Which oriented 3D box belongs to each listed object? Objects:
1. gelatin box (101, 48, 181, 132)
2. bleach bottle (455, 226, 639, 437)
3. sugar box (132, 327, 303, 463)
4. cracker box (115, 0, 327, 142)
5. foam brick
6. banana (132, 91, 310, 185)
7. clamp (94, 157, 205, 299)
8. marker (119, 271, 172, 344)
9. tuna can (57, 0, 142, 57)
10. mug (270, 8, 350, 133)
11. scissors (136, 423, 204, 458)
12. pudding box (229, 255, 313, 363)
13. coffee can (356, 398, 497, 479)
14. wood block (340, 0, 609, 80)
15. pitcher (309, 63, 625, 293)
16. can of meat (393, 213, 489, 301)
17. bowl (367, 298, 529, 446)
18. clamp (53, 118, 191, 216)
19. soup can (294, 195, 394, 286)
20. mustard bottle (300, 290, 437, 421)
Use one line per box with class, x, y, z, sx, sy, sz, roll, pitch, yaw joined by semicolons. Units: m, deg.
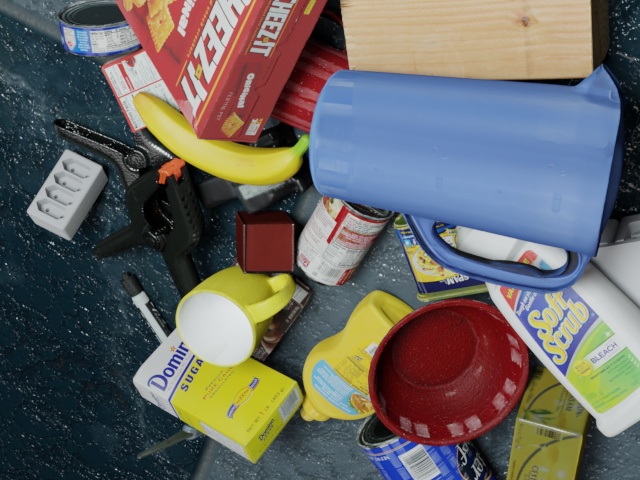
gelatin box;-0.163;-0.159;1.068;0.089;0.030;0.073;-22;108;9
bleach bottle;0.201;0.054;0.944;0.251;0.068;0.103;43;123;-1
sugar box;-0.115;0.164;1.177;0.176;0.093;0.048;24;149;30
cracker box;-0.097;-0.216;0.932;0.214;0.071;0.164;58;134;33
foam brick;-0.057;0.001;1.086;0.051;0.078;0.053;-2;102;-10
banana;-0.095;-0.093;1.031;0.198;0.037;0.070;15;115;20
clamp;-0.160;0.001;1.122;0.164;0.036;0.210;37;139;9
marker;-0.197;0.089;1.249;0.020;0.020;0.121;-21;107;32
tuna can;-0.212;-0.209;1.044;0.086;0.086;0.034;10;123;19
mug;-0.011;-0.157;0.989;0.081;0.093;0.117;24;94;4
scissors;-0.153;0.206;1.204;0.096;0.201;0.016;20;107;41
pudding box;-0.072;0.071;1.169;0.090;0.039;0.114;37;126;2
coffee can;0.118;0.240;1.141;0.103;0.102;0.140;-26;105;33
wood block;0.130;-0.189;0.898;0.206;0.090;0.091;3;118;23
pitcher;0.118;-0.061;0.866;0.243;0.149;0.145;10;156;16
can of meat;0.129;0.005;1.030;0.102;0.057;0.084;-12;111;30
bowl;0.120;0.120;1.051;0.162;0.055;0.162;-4;113;-9
clamp;-0.187;-0.100;1.125;0.171;0.039;0.120;43;122;-11
soup can;0.022;-0.011;1.062;0.068;0.068;0.102;34;126;3
mustard bottle;0.037;0.140;1.148;0.096;0.058;0.192;38;126;-7
